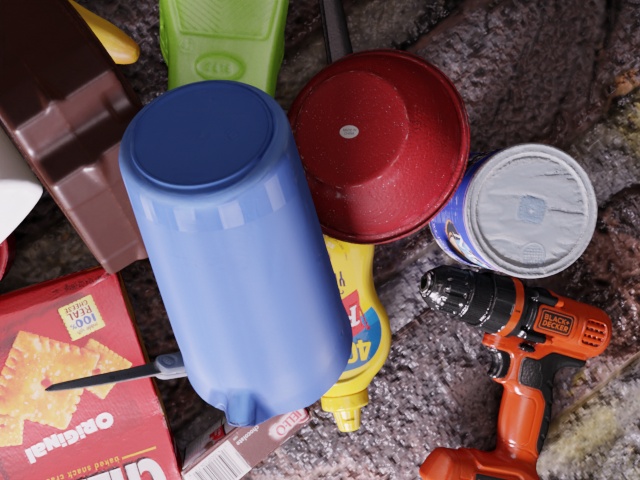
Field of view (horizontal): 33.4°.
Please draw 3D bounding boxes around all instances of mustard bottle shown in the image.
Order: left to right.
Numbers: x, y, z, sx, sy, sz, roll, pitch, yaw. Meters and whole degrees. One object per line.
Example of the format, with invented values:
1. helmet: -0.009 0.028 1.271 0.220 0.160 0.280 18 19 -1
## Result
1. mustard bottle: 0.009 0.066 0.901 0.096 0.058 0.191 -10 94 1

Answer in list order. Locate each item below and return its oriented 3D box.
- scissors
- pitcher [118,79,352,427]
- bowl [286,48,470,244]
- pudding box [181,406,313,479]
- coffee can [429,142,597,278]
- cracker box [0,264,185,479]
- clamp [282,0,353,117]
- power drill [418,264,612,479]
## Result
1. scissors: -0.117 0.088 0.851 0.201 0.096 0.016 2 123 -17
2. pitcher: -0.055 0.001 0.745 0.145 0.243 0.149 -31 53 -15
3. bowl: 0.032 -0.080 0.831 0.162 0.055 0.162 -4 79 21
4. pudding box: -0.061 0.160 0.881 0.113 0.090 0.039 -38 94 -3
5. coffee can: 0.152 -0.025 0.872 0.102 0.140 0.103 0 92 -6
6. cracker box: -0.213 0.141 0.873 0.164 0.072 0.214 -17 94 -6
7. clamp: 0.019 -0.114 0.907 0.210 0.036 0.164 37 88 -2
8. power drill: 0.147 0.123 0.905 0.184 0.057 0.188 16 93 -19
